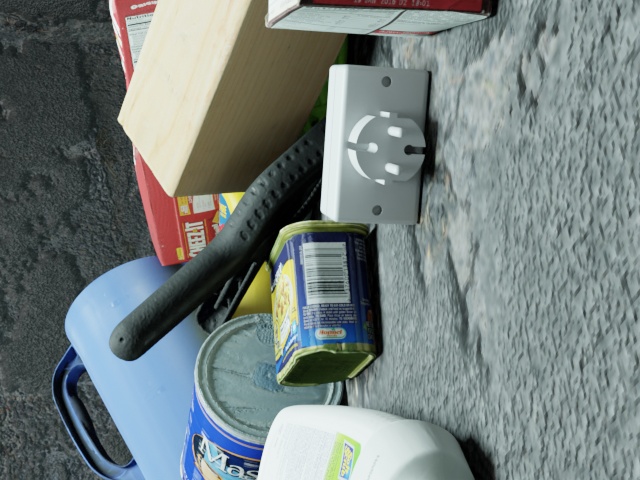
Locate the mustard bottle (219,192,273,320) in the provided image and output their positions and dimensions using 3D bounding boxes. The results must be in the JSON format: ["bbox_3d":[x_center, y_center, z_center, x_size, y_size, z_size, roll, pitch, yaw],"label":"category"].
[{"bbox_3d":[-0.056,0.001,0.855,0.096,0.058,0.192,-122,34,-77],"label":"mustard bottle"}]

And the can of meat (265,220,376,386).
[{"bbox_3d":[0.000,0.043,0.688,0.102,0.057,0.084,119,148,-67],"label":"can of meat"}]

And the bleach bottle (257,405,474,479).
[{"bbox_3d":[0.022,0.138,0.542,0.251,0.068,0.102,157,123,-75],"label":"bleach bottle"}]

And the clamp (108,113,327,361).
[{"bbox_3d":[-0.052,0.000,0.720,0.210,0.036,0.164,-51,-10,18],"label":"clamp"}]

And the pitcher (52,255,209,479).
[{"bbox_3d":[-0.128,0.148,0.931,0.243,0.144,0.149,57,140,31],"label":"pitcher"}]

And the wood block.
[{"bbox_3d":[-0.048,-0.137,0.696,0.090,0.090,0.206,53,132,32],"label":"wood block"}]

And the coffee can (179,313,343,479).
[{"bbox_3d":[-0.046,0.134,0.779,0.140,0.102,0.103,106,162,-50],"label":"coffee can"}]

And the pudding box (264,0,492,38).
[{"bbox_3d":[0.024,-0.123,0.515,0.113,0.090,0.039,-157,69,-78],"label":"pudding box"}]

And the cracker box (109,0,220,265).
[{"bbox_3d":[-0.134,-0.111,0.945,0.164,0.072,0.214,89,168,-51],"label":"cracker box"}]
